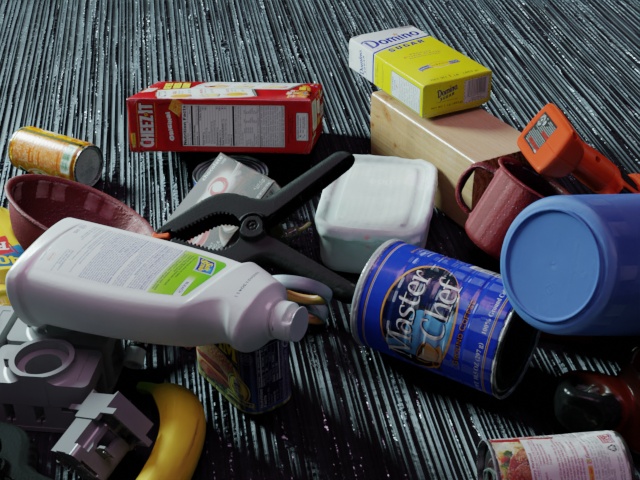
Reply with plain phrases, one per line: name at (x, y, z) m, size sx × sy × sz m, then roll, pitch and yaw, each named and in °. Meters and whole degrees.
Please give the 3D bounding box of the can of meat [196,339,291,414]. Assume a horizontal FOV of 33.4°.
can of meat at (-0.069, 0.090, 0.925) m, size 0.057 × 0.084 × 0.102 m, roll -23°, pitch 39°, yaw -30°

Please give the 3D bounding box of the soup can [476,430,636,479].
soup can at (0.174, 0.178, 0.794) m, size 0.102 × 0.068 × 0.068 m, roll -4°, pitch 33°, yaw -5°

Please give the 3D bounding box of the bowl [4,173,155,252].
bowl at (-0.248, -0.005, 1.074) m, size 0.162 × 0.055 × 0.162 m, roll 25°, pitch 17°, yaw -8°

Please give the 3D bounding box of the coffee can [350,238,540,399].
coffee can at (0.112, 0.067, 0.938) m, size 0.140 × 0.103 × 0.102 m, roll 19°, pitch 38°, yaw 28°

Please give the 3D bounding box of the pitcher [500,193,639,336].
pitcher at (0.271, 0.022, 0.884) m, size 0.242 × 0.149 × 0.145 m, roll 1°, pitch 59°, yaw -42°

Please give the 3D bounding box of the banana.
banana at (-0.127, 0.172, 0.848) m, size 0.070 × 0.037 × 0.197 m, roll -25°, pitch 26°, yaw 15°

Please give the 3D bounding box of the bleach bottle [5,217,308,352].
bleach bottle at (-0.129, 0.047, 0.872) m, size 0.251 × 0.068 × 0.102 m, roll 12°, pitch 45°, yaw 27°

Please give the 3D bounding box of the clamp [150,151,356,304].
clamp at (-0.057, 0.001, 1.028) m, size 0.210 × 0.036 × 0.164 m, roll -11°, pitch 59°, yaw 1°

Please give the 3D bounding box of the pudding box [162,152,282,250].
pudding box at (-0.101, -0.026, 1.105) m, size 0.090 × 0.039 × 0.113 m, roll 30°, pitch 76°, yaw 38°

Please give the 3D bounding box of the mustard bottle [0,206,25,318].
mustard bottle at (-0.332, 0.029, 1.055) m, size 0.096 × 0.058 × 0.192 m, roll -6°, pitch 31°, yaw -28°

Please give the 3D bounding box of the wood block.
wood block at (0.148, -0.100, 1.212) m, size 0.090 × 0.090 × 0.206 m, roll -17°, pitch 35°, yaw -24°

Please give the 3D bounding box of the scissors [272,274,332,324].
scissors at (-0.076, 0.035, 0.965) m, size 0.201 × 0.096 × 0.016 m, roll 21°, pitch 64°, yaw -20°

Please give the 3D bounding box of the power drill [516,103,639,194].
power drill at (0.293, -0.050, 1.073) m, size 0.187 × 0.057 × 0.184 m, roll 34°, pitch 17°, yaw -19°

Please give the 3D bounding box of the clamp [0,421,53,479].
clamp at (-0.240, 0.187, 0.822) m, size 0.120 × 0.039 × 0.172 m, roll -11°, pitch 33°, yaw -17°

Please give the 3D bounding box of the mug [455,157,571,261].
mug at (0.189, -0.032, 1.078) m, size 0.117 × 0.082 × 0.093 m, roll 33°, pitch 22°, yaw 8°

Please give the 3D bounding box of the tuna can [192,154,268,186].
tuna can at (-0.101, -0.063, 1.214) m, size 0.086 × 0.034 × 0.086 m, roll -1°, pitch 33°, yaw 0°

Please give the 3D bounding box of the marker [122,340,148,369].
marker at (-0.161, 0.061, 0.988) m, size 0.020 × 0.020 × 0.121 m, roll 4°, pitch 59°, yaw 8°

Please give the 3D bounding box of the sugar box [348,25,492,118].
sugar box at (0.113, -0.201, 1.245) m, size 0.093 × 0.048 × 0.176 m, roll -15°, pitch 36°, yaw -23°

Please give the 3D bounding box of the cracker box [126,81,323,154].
cracker box at (-0.108, -0.148, 1.283) m, size 0.214 × 0.072 × 0.164 m, roll 1°, pitch 15°, yaw 5°
